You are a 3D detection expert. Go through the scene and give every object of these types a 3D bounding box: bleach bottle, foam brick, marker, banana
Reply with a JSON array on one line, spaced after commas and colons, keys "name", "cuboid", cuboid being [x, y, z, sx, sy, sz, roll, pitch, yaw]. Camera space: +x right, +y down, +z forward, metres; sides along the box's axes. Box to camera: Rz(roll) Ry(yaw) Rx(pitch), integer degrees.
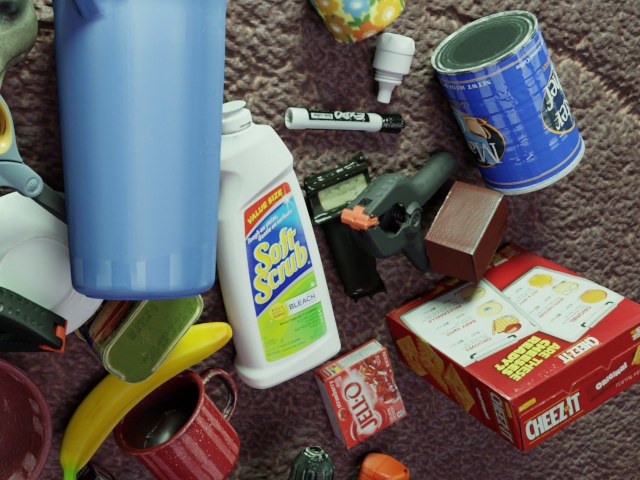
[{"name": "bleach bottle", "cuboid": [-0.056, 0.001, 0.952, 0.102, 0.068, 0.251, -23, 114, -20]}, {"name": "foam brick", "cuboid": [0.140, -0.008, 1.021, 0.078, 0.051, 0.053, -59, 150, -27]}, {"name": "marker", "cuboid": [0.025, -0.109, 0.979, 0.120, 0.020, 0.020, 0, 107, -28]}, {"name": "banana", "cuboid": [-0.163, 0.135, 0.939, 0.197, 0.070, 0.037, -46, 144, -17]}]

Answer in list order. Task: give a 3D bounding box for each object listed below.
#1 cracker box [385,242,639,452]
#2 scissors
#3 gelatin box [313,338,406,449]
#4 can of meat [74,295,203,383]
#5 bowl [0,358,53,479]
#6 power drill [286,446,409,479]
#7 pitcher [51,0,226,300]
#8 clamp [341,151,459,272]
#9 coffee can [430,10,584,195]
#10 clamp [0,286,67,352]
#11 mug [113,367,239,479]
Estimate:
[{"name": "cracker box", "cuboid": [0.188, 0.095, 1.021, 0.164, 0.214, 0.072, -28, 118, -17]}, {"name": "scissors", "cuboid": [-0.231, -0.033, 0.779, 0.096, 0.016, 0.201, -50, 140, -25]}, {"name": "gelatin box", "cuboid": [0.041, 0.155, 1.074, 0.073, 0.030, 0.089, -26, 117, -17]}, {"name": "can of meat", "cuboid": [-0.155, 0.063, 0.907, 0.057, 0.084, 0.102, 39, 87, -32]}, {"name": "bowl", "cuboid": [-0.306, 0.156, 0.878, 0.161, 0.055, 0.162, -9, 111, -25]}, {"name": "power drill", "cuboid": [0.017, 0.268, 1.039, 0.187, 0.057, 0.184, -10, 115, -55]}, {"name": "pitcher", "cuboid": [-0.130, -0.080, 0.815, 0.149, 0.145, 0.243, -1, 92, -24]}, {"name": "clamp", "cuboid": [0.079, -0.033, 0.992, 0.171, 0.039, 0.120, 9, 91, -60]}, {"name": "coffee can", "cuboid": [0.177, -0.128, 1.003, 0.102, 0.103, 0.140, -36, 120, -12]}, {"name": "clamp", "cuboid": [-0.297, 0.053, 0.798, 0.209, 0.165, 0.036, 19, 59, -31]}, {"name": "mug", "cuboid": [-0.119, 0.168, 0.966, 0.117, 0.093, 0.081, -51, 129, -25]}]
